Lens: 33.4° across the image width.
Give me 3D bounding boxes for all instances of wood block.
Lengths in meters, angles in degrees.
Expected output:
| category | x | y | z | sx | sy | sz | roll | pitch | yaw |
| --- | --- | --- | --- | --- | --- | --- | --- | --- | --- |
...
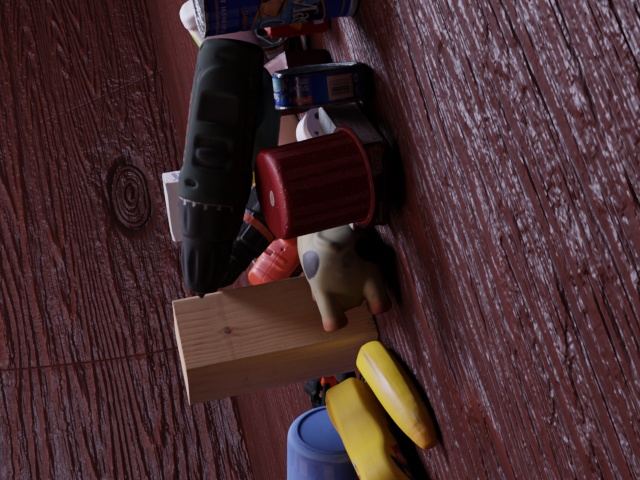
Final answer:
| category | x | y | z | sx | sy | sz | roll | pitch | yaw |
| --- | --- | --- | --- | --- | --- | --- | --- | --- | --- |
| wood block | -0.051 | 0.103 | 1.166 | 0.090 | 0.206 | 0.091 | 96 | 161 | -58 |

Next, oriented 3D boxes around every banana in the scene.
| category | x | y | z | sx | sy | sz | roll | pitch | yaw |
| --- | --- | --- | --- | --- | --- | --- | --- | --- | --- |
| banana | 0.070 | 0.140 | 1.043 | 0.069 | 0.037 | 0.198 | 51 | 180 | -15 |

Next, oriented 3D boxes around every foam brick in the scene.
| category | x | y | z | sx | sy | sz | roll | pitch | yaw |
| --- | --- | --- | --- | --- | --- | --- | --- | --- | --- |
| foam brick | -0.028 | -0.167 | 1.138 | 0.078 | 0.052 | 0.051 | -19 | 83 | 60 |

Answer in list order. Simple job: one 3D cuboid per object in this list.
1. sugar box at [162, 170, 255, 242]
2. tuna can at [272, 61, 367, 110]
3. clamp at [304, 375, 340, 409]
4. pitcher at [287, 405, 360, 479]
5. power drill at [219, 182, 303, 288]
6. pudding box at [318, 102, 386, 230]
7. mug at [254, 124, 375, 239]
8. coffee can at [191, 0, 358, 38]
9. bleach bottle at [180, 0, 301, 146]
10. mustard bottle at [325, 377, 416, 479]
| category | x | y | z | sx | sy | sz | roll | pitch | yaw |
| --- | --- | --- | --- | --- | --- | --- | --- | --- | --- |
| sugar box | -0.125 | -0.057 | 1.477 | 0.048 | 0.176 | 0.093 | -120 | 22 | -62 |
| tuna can | -0.001 | -0.143 | 0.982 | 0.086 | 0.086 | 0.034 | -137 | 39 | -73 |
| clamp | 0.007 | 0.229 | 1.444 | 0.171 | 0.039 | 0.120 | 106 | 150 | -68 |
| pitcher | 0.018 | 0.323 | 1.233 | 0.149 | 0.144 | 0.243 | 39 | 137 | 54 |
| power drill | -0.058 | 0.002 | 1.222 | 0.057 | 0.184 | 0.187 | 35 | 166 | 16 |
| pudding box | 0.030 | -0.076 | 1.014 | 0.113 | 0.039 | 0.090 | -121 | 25 | -54 |
| mug | -0.012 | -0.050 | 0.947 | 0.117 | 0.081 | 0.093 | -155 | 53 | -66 |
| coffee can | -0.046 | -0.244 | 0.963 | 0.103 | 0.140 | 0.103 | 169 | 90 | -80 |
| bleach bottle | -0.070 | -0.168 | 1.229 | 0.250 | 0.068 | 0.102 | 60 | -178 | -23 |
| mustard bottle | 0.064 | 0.232 | 1.070 | 0.096 | 0.058 | 0.192 | 60 | -177 | -43 |
